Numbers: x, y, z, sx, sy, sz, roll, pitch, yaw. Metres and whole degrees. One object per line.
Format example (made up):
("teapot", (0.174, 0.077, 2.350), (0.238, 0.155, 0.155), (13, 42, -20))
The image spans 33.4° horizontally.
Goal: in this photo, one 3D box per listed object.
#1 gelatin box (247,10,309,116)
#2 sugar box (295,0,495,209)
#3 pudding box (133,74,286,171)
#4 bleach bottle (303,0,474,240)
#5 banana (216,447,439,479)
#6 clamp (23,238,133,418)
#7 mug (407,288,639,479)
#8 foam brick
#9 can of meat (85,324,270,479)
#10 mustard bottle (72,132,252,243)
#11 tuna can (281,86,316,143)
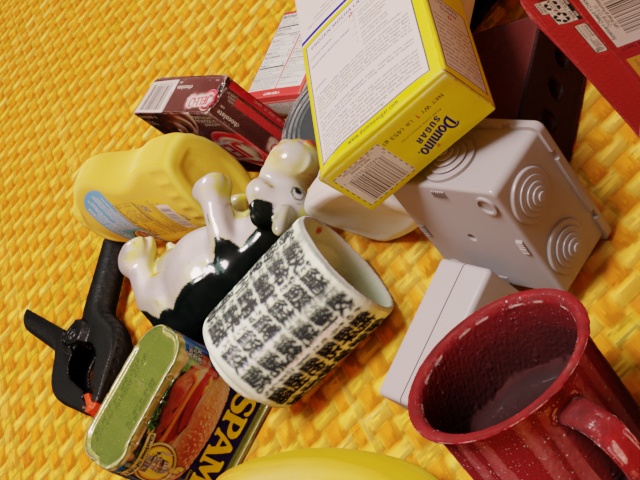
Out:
("gelatin box", (-0.013, -0.142, 0.847), (0.073, 0.030, 0.089), (3, 64, 50))
("sugar box", (0.035, -0.111, 0.594), (0.093, 0.048, 0.176), (-39, 37, 31))
("pudding box", (-0.078, -0.090, 0.831), (0.114, 0.090, 0.039), (12, 71, 52))
("bleach bottle", (0.061, -0.131, 0.683), (0.103, 0.068, 0.251), (148, 140, -73))
("banana", (0.015, 0.140, 0.580), (0.198, 0.069, 0.037), (4, 111, 56))
("clamp", (-0.200, 0.085, 0.880), (0.120, 0.039, 0.171), (-39, 40, 24))
("mug", (0.106, 0.084, 0.478), (0.093, 0.081, 0.117), (-45, 22, -15))
("foam brick", (0.119, -0.086, 0.635), (0.051, 0.053, 0.078), (-9, 57, 45))
("can of meat", (-0.092, 0.115, 0.698), (0.058, 0.083, 0.102), (19, 78, 53))
("mustard bottle", (-0.142, -0.034, 0.855), (0.192, 0.096, 0.058), (-8, 56, 46))
("tuna can", (0.014, -0.084, 0.768), (0.086, 0.033, 0.086), (-29, 45, 32))
